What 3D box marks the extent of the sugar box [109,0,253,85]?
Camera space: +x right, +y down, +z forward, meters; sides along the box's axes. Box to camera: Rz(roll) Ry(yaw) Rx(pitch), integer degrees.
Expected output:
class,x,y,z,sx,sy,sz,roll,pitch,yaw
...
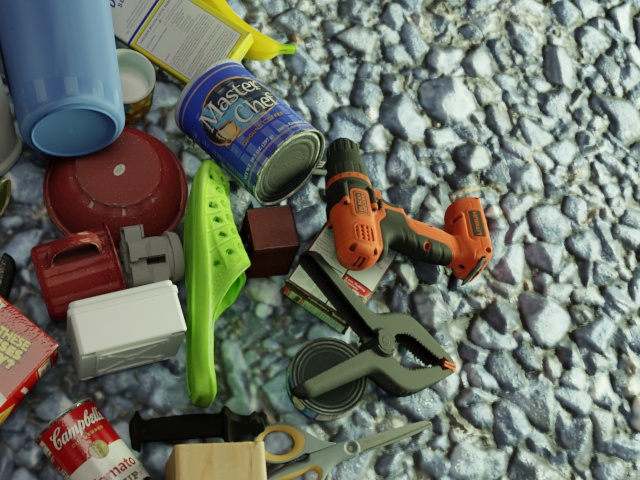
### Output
class,x,y,z,sx,sy,sz,roll,pitch,yaw
sugar box,-0.177,-0.250,1.257,0.176,0.048,0.093,35,88,6

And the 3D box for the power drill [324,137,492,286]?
class,x,y,z,sx,sy,sz,roll,pitch,yaw
power drill,0.093,-0.030,1.203,0.187,0.057,0.184,12,47,-19

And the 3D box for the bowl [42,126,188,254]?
class,x,y,z,sx,sy,sz,roll,pitch,yaw
bowl,-0.223,-0.068,1.175,0.162,0.055,0.162,5,66,-11

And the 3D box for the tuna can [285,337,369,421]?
class,x,y,z,sx,sy,sz,roll,pitch,yaw
tuna can,0.006,0.149,1.141,0.086,0.034,0.086,5,66,-11

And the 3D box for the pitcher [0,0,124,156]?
class,x,y,z,sx,sy,sz,roll,pitch,yaw
pitcher,-0.288,-0.210,1.151,0.145,0.149,0.243,-14,65,-3

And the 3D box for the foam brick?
class,x,y,z,sx,sy,sz,roll,pitch,yaw
foam brick,-0.058,0.001,1.168,0.051,0.078,0.053,-7,66,-15

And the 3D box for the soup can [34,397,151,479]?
class,x,y,z,sx,sy,sz,roll,pitch,yaw
soup can,-0.221,0.214,1.042,0.068,0.069,0.102,-35,79,-24

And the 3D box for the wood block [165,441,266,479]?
class,x,y,z,sx,sy,sz,roll,pitch,yaw
wood block,-0.095,0.305,1.016,0.090,0.091,0.206,0,66,-14

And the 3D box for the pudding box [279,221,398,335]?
class,x,y,z,sx,sy,sz,roll,pitch,yaw
pudding box,0.022,0.034,1.193,0.090,0.039,0.113,34,61,2

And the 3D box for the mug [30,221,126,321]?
class,x,y,z,sx,sy,sz,roll,pitch,yaw
mug,-0.249,0.029,1.094,0.081,0.117,0.093,-16,64,-14

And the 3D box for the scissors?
class,x,y,z,sx,sy,sz,roll,pitch,yaw
scissors,0.014,0.208,1.126,0.201,0.016,0.096,-30,75,-23

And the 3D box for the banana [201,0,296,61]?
class,x,y,z,sx,sy,sz,roll,pitch,yaw
banana,-0.118,-0.283,1.307,0.198,0.037,0.069,47,47,9

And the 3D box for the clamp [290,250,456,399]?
class,x,y,z,sx,sy,sz,roll,pitch,yaw
clamp,0.054,0.119,1.123,0.209,0.036,0.164,28,53,-24

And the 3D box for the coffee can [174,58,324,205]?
class,x,y,z,sx,sy,sz,roll,pitch,yaw
coffee can,-0.079,-0.121,1.186,0.102,0.103,0.140,-36,64,-24
